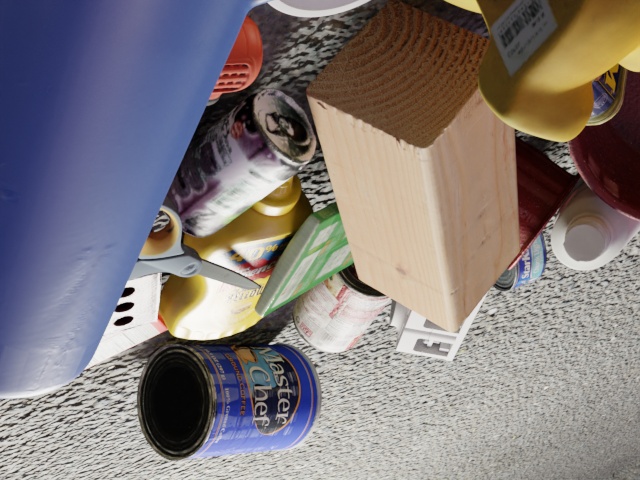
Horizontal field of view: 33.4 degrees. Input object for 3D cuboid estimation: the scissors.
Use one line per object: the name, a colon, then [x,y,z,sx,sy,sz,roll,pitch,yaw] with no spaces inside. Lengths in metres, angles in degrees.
scissors: [-0.106,0.021,0.683,0.096,0.016,0.201,-29,155,1]

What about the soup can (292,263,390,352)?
soup can: [0.023,0.046,0.925,0.068,0.068,0.102,-10,151,-30]

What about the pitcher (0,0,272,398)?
pitcher: [-0.125,-0.059,0.448,0.144,0.149,0.243,-6,130,-45]

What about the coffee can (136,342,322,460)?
coffee can: [-0.082,0.145,0.980,0.140,0.103,0.103,7,140,-49]

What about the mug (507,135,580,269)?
mug: [0.147,-0.044,0.834,0.117,0.081,0.093,-47,170,-44]

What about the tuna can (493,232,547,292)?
tuna can: [0.164,0.000,0.947,0.033,0.086,0.086,-19,154,-17]

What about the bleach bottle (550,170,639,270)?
bleach bottle: [0.226,-0.026,0.854,0.103,0.068,0.250,-52,172,27]

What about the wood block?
wood block: [0.068,-0.041,0.698,0.090,0.091,0.206,-49,150,-21]

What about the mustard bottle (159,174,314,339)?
mustard bottle: [-0.055,0.001,0.779,0.096,0.058,0.192,-13,152,-29]
